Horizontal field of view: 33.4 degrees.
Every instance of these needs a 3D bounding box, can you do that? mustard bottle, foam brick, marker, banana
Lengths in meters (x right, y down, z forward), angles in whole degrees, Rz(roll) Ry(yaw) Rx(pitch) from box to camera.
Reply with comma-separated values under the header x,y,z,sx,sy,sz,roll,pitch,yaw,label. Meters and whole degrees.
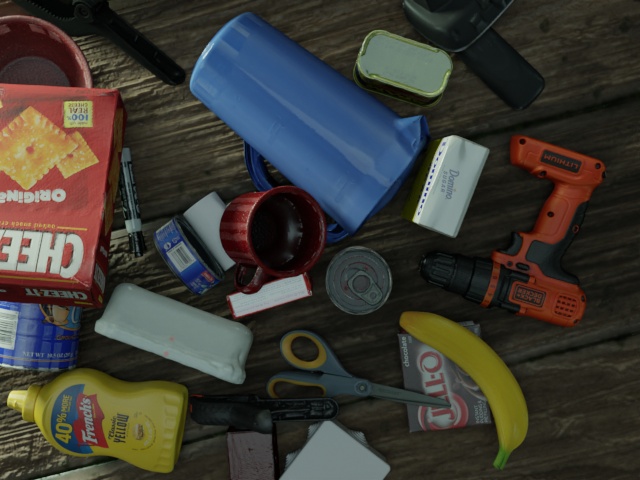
x,y,z,sx,sy,sz,roll,pitch,yaw,label
-0.245,0.190,1.163,0.191,0.058,0.096,10,103,2,mustard bottle
-0.073,0.239,1.163,0.051,0.053,0.078,-4,92,1,foam brick
-0.210,-0.041,1.175,0.020,0.020,0.121,-9,92,2,marker
0.162,0.143,1.119,0.069,0.037,0.198,-34,91,-11,banana

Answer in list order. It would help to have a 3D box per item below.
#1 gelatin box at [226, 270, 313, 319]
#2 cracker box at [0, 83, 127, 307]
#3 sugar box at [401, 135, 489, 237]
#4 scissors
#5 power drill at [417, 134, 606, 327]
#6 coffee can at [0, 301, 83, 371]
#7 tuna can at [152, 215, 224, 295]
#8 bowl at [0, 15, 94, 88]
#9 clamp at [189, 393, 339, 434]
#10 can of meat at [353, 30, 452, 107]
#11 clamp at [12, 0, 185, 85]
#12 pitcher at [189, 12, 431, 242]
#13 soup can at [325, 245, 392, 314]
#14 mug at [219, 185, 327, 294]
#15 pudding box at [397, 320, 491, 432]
x,y,z,sx,sy,sz,roll,pitch,yaw,label
-0.053,0.055,1.146,0.089,0.073,0.030,-18,91,2,gelatin box
-0.289,-0.049,1.062,0.164,0.072,0.213,4,70,0,cracker box
0.123,-0.056,1.087,0.048,0.176,0.093,21,92,0,sugar box
0.037,0.140,1.155,0.202,0.016,0.096,-6,88,14,scissors
0.214,-0.014,1.147,0.184,0.057,0.188,17,95,-3,power drill
-0.303,0.061,1.138,0.103,0.103,0.140,8,92,1,coffee can
-0.141,0.017,1.142,0.034,0.086,0.086,-36,91,3,tuna can
-0.320,-0.158,1.156,0.162,0.055,0.162,0,92,1,bowl
-0.080,0.181,1.123,0.172,0.120,0.039,-6,81,30,clamp
0.087,-0.182,1.130,0.102,0.084,0.057,18,92,0,can of meat
-0.238,-0.244,1.139,0.210,0.036,0.164,11,137,18,clamp
-0.019,-0.118,1.122,0.243,0.145,0.149,38,79,4,pitcher
0.040,0.040,1.129,0.068,0.102,0.068,0,92,1,soup can
-0.057,0.001,1.103,0.093,0.082,0.117,26,79,-29,mug
0.134,0.148,1.162,0.090,0.039,0.113,-7,92,2,pudding box
